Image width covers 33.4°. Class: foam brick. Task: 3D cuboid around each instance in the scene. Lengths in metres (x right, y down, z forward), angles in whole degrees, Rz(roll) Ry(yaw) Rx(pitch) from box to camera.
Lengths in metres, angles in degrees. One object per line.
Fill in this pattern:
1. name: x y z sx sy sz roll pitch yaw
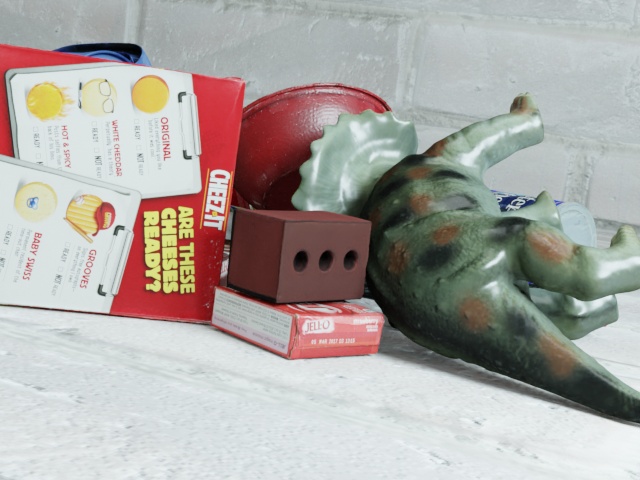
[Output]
1. foam brick: -0.013 0.009 0.676 0.078 0.053 0.051 -1 10 -44

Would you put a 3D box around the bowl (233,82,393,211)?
1. bowl: -0.008 -0.061 0.907 0.162 0.055 0.162 -9 -31 -5

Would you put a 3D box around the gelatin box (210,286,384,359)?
1. gelatin box: -0.016 0.050 0.683 0.073 0.030 0.089 3 7 -40

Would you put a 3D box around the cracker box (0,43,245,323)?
1. cracker box: -0.168 -0.040 0.696 0.213 0.164 0.072 6 8 -16
